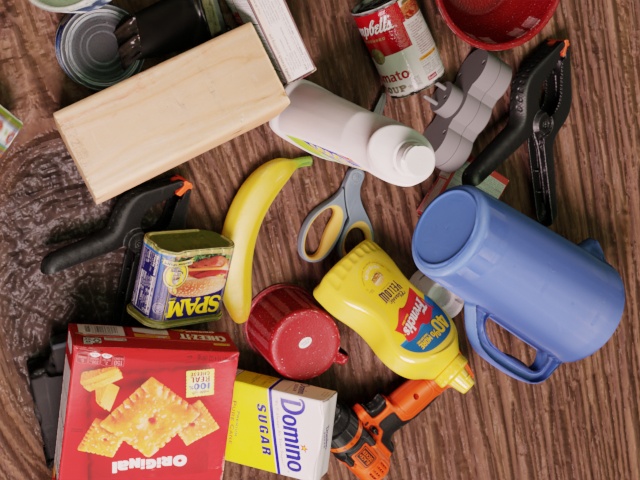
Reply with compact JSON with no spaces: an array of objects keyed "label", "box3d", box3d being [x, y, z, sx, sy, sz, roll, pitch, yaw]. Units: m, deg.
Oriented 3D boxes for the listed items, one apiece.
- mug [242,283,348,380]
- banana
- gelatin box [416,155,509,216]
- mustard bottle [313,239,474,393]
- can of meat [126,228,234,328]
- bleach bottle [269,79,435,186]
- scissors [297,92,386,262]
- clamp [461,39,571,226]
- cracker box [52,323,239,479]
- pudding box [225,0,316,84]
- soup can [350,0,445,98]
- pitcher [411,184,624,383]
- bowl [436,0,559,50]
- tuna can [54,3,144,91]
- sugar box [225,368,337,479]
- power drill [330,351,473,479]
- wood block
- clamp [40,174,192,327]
[{"label":"mug","box3d":[-0.019,0.107,1.165,0.117,0.082,0.093,30,92,-25]},{"label":"banana","box3d":[-0.072,-0.009,1.140,0.069,0.037,0.198,22,95,-21]},{"label":"gelatin box","box3d":[0.163,-0.050,1.223,0.073,0.030,0.089,29,93,-26]},{"label":"mustard bottle","box3d":[0.089,0.091,1.142,0.191,0.058,0.096,44,47,7]},{"label":"can of meat","box3d":[-0.141,0.037,1.095,0.101,0.058,0.084,-5,117,-45]},{"label":"bleach bottle","box3d":[0.036,-0.101,1.040,0.102,0.251,0.068,26,93,-24]},{"label":"scissors","box3d":[0.049,-0.055,1.186,0.096,0.016,0.202,33,91,-26]},{"label":"clamp","box3d":[0.234,-0.130,1.205,0.164,0.036,0.210,12,91,-43]},{"label":"cracker box","box3d":[-0.178,0.196,1.068,0.164,0.072,0.214,5,102,-17]},{"label":"pudding box","box3d":[-0.053,-0.215,1.065,0.039,0.090,0.113,-32,112,-10]},{"label":"soup can","box3d":[0.083,-0.210,1.130,0.068,0.069,0.102,-32,113,-11]},{"label":"pitcher","box3d":[0.213,0.045,1.186,0.242,0.149,0.145,29,127,-34]},{"label":"bowl","box3d":[0.183,-0.289,1.154,0.162,0.055,0.162,-5,105,-20]},{"label":"tuna can","box3d":[-0.214,-0.189,1.042,0.086,0.034,0.086,-5,105,-19]},{"label":"sugar box","box3d":[-0.075,0.189,1.132,0.176,0.048,0.093,10,103,20]},{"label":"power drill","box3d":[0.075,0.173,1.209,0.187,0.057,0.184,-42,137,-5]},{"label":"wood block","box3d":[-0.146,-0.122,1.042,0.206,0.091,0.090,-27,93,-12]},{"label":"clamp","box3d":[-0.202,-0.002,1.088,0.120,0.039,0.171,34,87,-44]}]
